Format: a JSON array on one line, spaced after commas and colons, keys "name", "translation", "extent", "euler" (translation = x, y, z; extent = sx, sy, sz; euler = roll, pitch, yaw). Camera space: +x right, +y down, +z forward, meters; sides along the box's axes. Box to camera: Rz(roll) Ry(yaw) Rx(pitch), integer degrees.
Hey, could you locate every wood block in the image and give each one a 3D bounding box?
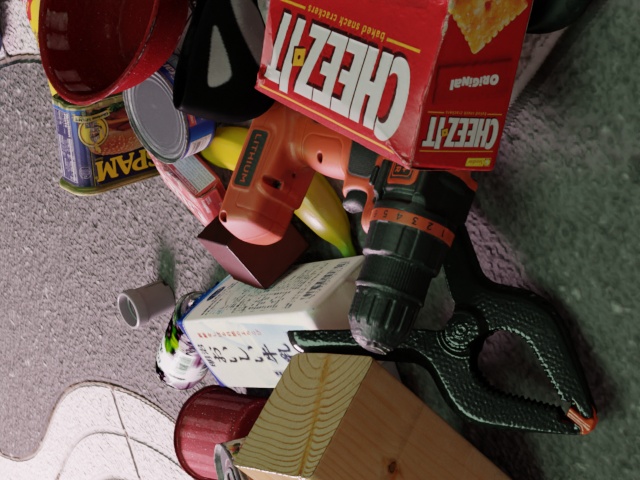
[{"name": "wood block", "translation": [0.056, 0.171, 0.726], "extent": [0.206, 0.090, 0.090], "euler": [43, 153, -26]}]

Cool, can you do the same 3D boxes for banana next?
[{"name": "banana", "translation": [-0.041, -0.050, 0.856], "extent": [0.198, 0.037, 0.070], "euler": [39, 136, 33]}]

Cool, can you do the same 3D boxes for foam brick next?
[{"name": "foam brick", "translation": [-0.056, 0.001, 0.864], "extent": [0.051, 0.053, 0.078], "euler": [51, 164, -20]}]

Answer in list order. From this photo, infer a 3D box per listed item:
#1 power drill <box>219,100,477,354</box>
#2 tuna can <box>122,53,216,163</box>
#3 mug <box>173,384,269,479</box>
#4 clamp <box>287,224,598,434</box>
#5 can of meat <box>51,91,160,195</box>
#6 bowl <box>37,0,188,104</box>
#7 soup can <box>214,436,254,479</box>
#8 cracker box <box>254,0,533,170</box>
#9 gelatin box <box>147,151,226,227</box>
[{"name": "power drill", "translation": [0.016, -0.026, 0.703], "extent": [0.188, 0.057, 0.184], "euler": [9, 74, 46]}, {"name": "tuna can", "translation": [-0.123, -0.108, 0.868], "extent": [0.086, 0.033, 0.086], "euler": [31, 136, 36]}, {"name": "mug", "translation": [-0.069, 0.191, 0.995], "extent": [0.082, 0.093, 0.117], "euler": [-2, 138, 48]}, {"name": "clamp", "translation": [0.086, 0.064, 0.706], "extent": [0.210, 0.036, 0.165], "euler": [45, 102, 19]}, {"name": "can of meat", "translation": [-0.190, -0.097, 0.969], "extent": [0.058, 0.101, 0.084], "euler": [25, 125, 44]}, {"name": "bowl", "translation": [-0.149, -0.178, 0.812], "extent": [0.162, 0.055, 0.162], "euler": [-8, 79, 44]}, {"name": "soup can", "translation": [-0.032, 0.193, 0.914], "extent": [0.069, 0.102, 0.068], "euler": [167, 90, -69]}, {"name": "cracker box", "translation": [0.044, -0.164, 0.594], "extent": [0.164, 0.071, 0.214], "euler": [34, 119, 49]}, {"name": "gelatin box", "translation": [-0.113, -0.051, 0.929], "extent": [0.089, 0.030, 0.073], "euler": [45, 168, 28]}]
